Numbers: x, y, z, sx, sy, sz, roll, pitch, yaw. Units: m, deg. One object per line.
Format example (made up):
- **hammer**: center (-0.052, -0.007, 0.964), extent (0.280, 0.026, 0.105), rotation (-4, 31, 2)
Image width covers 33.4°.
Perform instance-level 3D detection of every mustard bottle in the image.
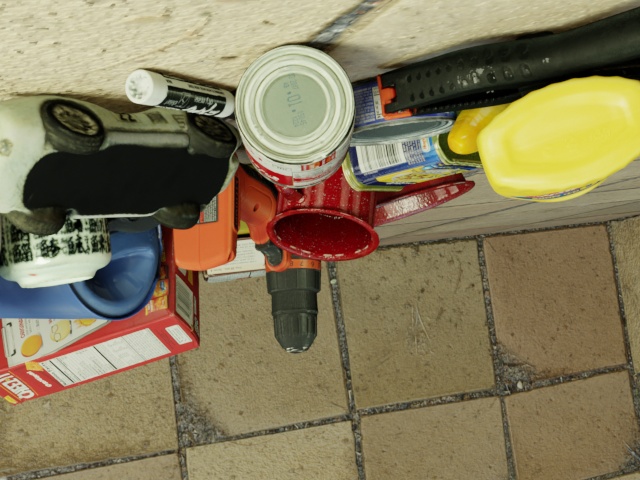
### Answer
- **mustard bottle**: center (0.150, -0.056, 0.662), extent (0.096, 0.058, 0.191), rotation (-19, 176, 10)

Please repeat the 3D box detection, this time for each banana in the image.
- **banana**: center (0.137, -0.085, 0.769), extent (0.037, 0.070, 0.197), rotation (27, -172, 19)

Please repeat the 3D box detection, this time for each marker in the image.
- **marker**: center (-0.074, -0.085, 0.641), extent (0.020, 0.020, 0.121), rotation (-9, 176, 26)

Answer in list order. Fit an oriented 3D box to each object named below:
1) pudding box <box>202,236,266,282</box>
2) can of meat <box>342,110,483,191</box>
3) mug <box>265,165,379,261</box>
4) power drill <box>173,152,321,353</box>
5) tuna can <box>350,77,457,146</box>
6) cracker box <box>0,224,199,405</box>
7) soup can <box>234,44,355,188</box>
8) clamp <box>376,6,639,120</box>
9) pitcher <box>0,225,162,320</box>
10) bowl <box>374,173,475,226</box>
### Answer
- **pudding box**: center (-0.063, 0.015, 1.058), extent (0.113, 0.039, 0.090), rotation (-8, 176, -7)
- **can of meat**: center (0.076, -0.075, 0.842), extent (0.084, 0.057, 0.101), rotation (-12, 175, 31)
- **mug**: center (-0.001, -0.043, 0.876), extent (0.093, 0.081, 0.117), rotation (-13, 148, 35)
- **power drill**: center (-0.056, 0.001, 0.925), extent (0.057, 0.184, 0.187), rotation (-9, 167, 23)
- **tuna can**: center (0.050, -0.089, 0.733), extent (0.086, 0.034, 0.086), rotation (-8, 177, -1)
- **cracker box**: center (-0.229, 0.058, 1.077), extent (0.214, 0.164, 0.072), rotation (-19, 138, 12)
- **soup can**: center (-0.014, -0.070, 0.623), extent (0.068, 0.068, 0.102), rotation (-7, 176, -1)
- **clamp**: center (0.134, -0.105, 0.627), extent (0.210, 0.036, 0.164), rotation (-8, 177, 13)
- **pitcher**: center (-0.281, 0.010, 0.985), extent (0.243, 0.149, 0.144), rotation (-6, -150, 32)
- **bowl**: center (0.069, -0.054, 1.060), extent (0.162, 0.055, 0.162), rotation (-17, 173, -2)
